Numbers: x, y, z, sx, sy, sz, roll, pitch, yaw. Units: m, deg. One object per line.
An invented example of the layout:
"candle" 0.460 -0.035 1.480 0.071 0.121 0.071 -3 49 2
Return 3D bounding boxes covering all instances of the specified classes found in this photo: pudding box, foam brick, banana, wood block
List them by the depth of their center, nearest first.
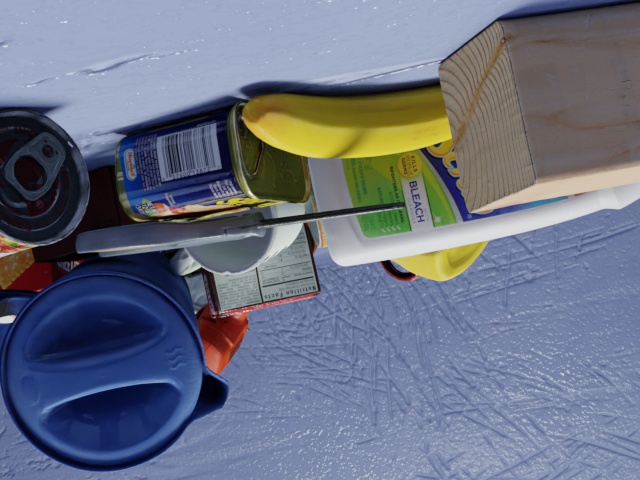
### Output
"wood block" 0.184 -0.082 0.607 0.205 0.090 0.091 -10 176 -16
"banana" 0.033 -0.077 0.646 0.197 0.037 0.070 -11 158 -28
"foam brick" -0.162 -0.017 0.753 0.078 0.053 0.051 -13 176 23
"pudding box" -0.056 0.001 0.887 0.090 0.113 0.039 -10 175 -18

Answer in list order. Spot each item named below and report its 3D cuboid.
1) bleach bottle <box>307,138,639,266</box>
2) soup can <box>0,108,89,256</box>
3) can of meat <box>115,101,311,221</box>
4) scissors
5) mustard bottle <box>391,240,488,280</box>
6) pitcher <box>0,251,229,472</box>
"bleach bottle" 0.122 -0.055 0.715 0.251 0.102 0.068 -13 179 15
"soup can" -0.176 -0.021 0.549 0.102 0.068 0.068 -15 175 43
"can of meat" -0.064 -0.044 0.649 0.084 0.057 0.102 -10 176 21
"scissors" -0.059 -0.008 0.638 0.202 0.016 0.096 -8 178 26
"mustard bottle" 0.054 -0.026 0.945 0.192 0.058 0.096 17 -128 38
"pitcher" -0.162 0.067 0.799 0.145 0.149 0.243 -32 -170 -1
